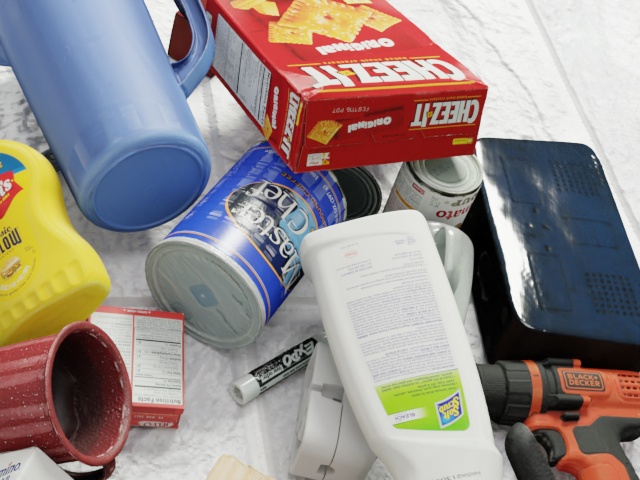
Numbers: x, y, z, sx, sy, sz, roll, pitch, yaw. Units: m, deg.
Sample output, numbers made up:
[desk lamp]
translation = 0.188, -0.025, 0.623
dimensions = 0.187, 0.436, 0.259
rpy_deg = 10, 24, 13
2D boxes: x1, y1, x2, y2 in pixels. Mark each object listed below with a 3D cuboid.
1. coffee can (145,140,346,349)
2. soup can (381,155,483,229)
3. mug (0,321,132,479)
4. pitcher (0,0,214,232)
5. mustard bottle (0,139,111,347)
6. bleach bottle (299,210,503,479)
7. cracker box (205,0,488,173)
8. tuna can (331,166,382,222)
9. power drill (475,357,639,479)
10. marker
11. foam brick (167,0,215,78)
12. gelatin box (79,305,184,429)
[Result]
[coffee can]
translation = -0.055, 0.001, 0.834
dimensions = 0.103, 0.103, 0.140
rpy_deg = 30, 48, 9
[soup can]
translation = 0.091, -0.030, 0.907
dimensions = 0.068, 0.102, 0.068
rpy_deg = 9, 48, -10
[mug]
translation = -0.177, 0.115, 0.699
dimensions = 0.082, 0.117, 0.093
rpy_deg = -13, 28, 21
[pitcher]
translation = -0.169, -0.131, 0.871
dimensions = 0.144, 0.149, 0.243
rpy_deg = 5, 43, -40
[mustard bottle]
translation = -0.233, -0.017, 0.792
dimensions = 0.096, 0.058, 0.192
rpy_deg = -36, 66, 11
[bleach bottle]
translation = 0.057, 0.101, 0.730
dimensions = 0.102, 0.068, 0.251
rpy_deg = -14, 56, 2
[cracker box]
translation = 0.013, -0.143, 0.889
dimensions = 0.164, 0.072, 0.214
rpy_deg = -8, 36, -24
[tuna can]
translation = 0.009, -0.034, 0.931
dimensions = 0.086, 0.034, 0.086
rpy_deg = 9, 49, -10
[power drill]
translation = 0.178, 0.171, 0.791
dimensions = 0.184, 0.057, 0.187
rpy_deg = 3, 51, -10
[marker]
translation = -0.018, 0.091, 0.825
dimensions = 0.120, 0.020, 0.020
rpy_deg = -28, 63, -34
[foam brick]
translation = -0.102, -0.204, 1.030
dimensions = 0.051, 0.053, 0.078
rpy_deg = 32, 49, 11
[gelatin box]
translation = -0.137, 0.092, 0.780
dimensions = 0.073, 0.030, 0.089
rpy_deg = 6, 49, -14
